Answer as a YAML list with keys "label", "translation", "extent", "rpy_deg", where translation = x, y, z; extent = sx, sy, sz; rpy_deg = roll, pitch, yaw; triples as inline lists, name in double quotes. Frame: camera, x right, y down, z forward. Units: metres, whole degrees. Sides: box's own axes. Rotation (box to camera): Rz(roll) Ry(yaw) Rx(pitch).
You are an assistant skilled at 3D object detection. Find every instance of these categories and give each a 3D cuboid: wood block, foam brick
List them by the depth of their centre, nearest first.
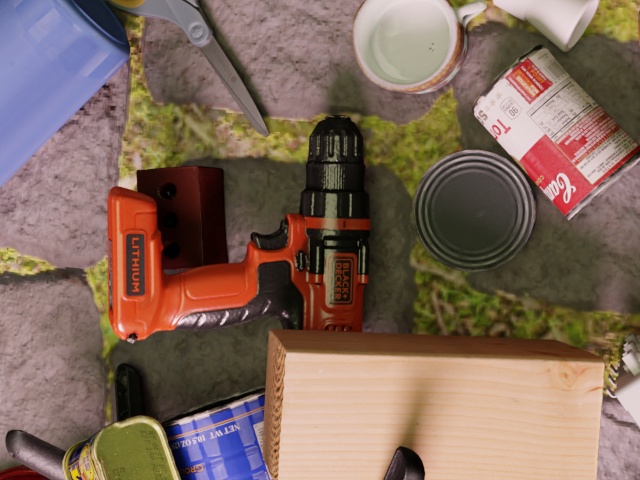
- label: "wood block"
  translation: [0.070, 0.111, 0.706]
  extent: [0.206, 0.090, 0.091]
  rpy_deg: [2, 93, -9]
- label: "foam brick"
  translation: [-0.104, -0.016, 0.809]
  extent: [0.053, 0.051, 0.078]
  rpy_deg: [-3, 91, 16]

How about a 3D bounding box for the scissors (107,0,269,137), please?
- label: "scissors"
  translation: [-0.112, -0.160, 0.825]
  extent: [0.096, 0.016, 0.202]
  rpy_deg: [-19, 87, 17]

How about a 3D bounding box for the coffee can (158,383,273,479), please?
- label: "coffee can"
  translation: [-0.056, 0.185, 0.776]
  extent: [0.103, 0.102, 0.140]
  rpy_deg: [-19, 87, 16]

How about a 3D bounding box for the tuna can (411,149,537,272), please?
- label: "tuna can"
  translation: [0.110, -0.021, 0.757]
  extent: [0.086, 0.033, 0.086]
  rpy_deg: [1, 92, 16]

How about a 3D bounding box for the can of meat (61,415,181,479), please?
- label: "can of meat"
  translation: [-0.132, 0.177, 0.740]
  extent: [0.084, 0.057, 0.102]
  rpy_deg: [-39, 70, 58]

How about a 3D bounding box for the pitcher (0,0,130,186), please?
- label: "pitcher"
  translation: [-0.273, -0.112, 0.811]
  extent: [0.243, 0.149, 0.145]
  rpy_deg: [-39, 70, 10]

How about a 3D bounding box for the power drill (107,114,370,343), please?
- label: "power drill"
  translation: [-0.055, 0.001, 0.754]
  extent: [0.187, 0.057, 0.184]
  rpy_deg: [1, 91, -14]

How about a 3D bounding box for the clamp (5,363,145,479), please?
- label: "clamp"
  translation: [-0.143, 0.178, 0.811]
  extent: [0.171, 0.120, 0.039]
  rpy_deg: [50, 144, -3]

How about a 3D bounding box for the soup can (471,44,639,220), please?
- label: "soup can"
  translation: [0.160, -0.074, 0.723]
  extent: [0.068, 0.068, 0.102]
  rpy_deg: [-43, 81, 13]
